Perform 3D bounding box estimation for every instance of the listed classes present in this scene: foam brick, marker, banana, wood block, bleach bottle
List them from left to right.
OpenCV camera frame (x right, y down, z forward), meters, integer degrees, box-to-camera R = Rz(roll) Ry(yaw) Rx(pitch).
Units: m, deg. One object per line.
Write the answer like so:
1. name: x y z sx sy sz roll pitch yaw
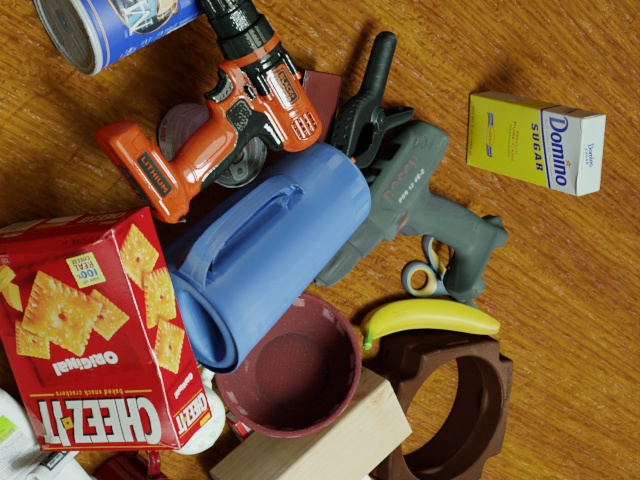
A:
1. bleach bottle: -0.310 0.189 1.019 0.102 0.068 0.250 -42 123 -24
2. marker: -0.243 0.201 1.032 0.121 0.020 0.020 -45 136 -61
3. foam brick: -0.017 -0.144 1.136 0.051 0.053 0.078 2 102 -38
4. wood block: -0.009 0.237 1.201 0.205 0.090 0.091 -39 124 -21
5. banana: 0.124 0.100 1.307 0.197 0.070 0.037 -6 140 -25

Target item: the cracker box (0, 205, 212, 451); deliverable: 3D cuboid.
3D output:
1. cracker box: -0.208 0.085 0.969 0.072 0.164 0.214 -42 122 -59

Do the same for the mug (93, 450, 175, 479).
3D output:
1. mug: -0.191 0.265 1.119 0.093 0.082 0.117 -2 106 -37

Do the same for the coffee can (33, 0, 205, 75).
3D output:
1. coffee can: -0.173 -0.225 0.958 0.140 0.103 0.103 -34 123 -24

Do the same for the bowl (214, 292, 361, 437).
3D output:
1. bowl: -0.034 0.139 1.178 0.162 0.162 0.055 -54 166 -10

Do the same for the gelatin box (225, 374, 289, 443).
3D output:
1. gelatin box: -0.058 0.202 1.233 0.089 0.030 0.073 -42 124 -19

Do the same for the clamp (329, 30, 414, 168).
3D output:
1. clamp: 0.057 -0.132 1.173 0.171 0.039 0.120 -61 140 -25

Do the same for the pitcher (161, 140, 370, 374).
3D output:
1. pitcher: -0.057 0.001 1.048 0.242 0.149 0.145 -45 116 -32

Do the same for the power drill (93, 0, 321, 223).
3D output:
1. power drill: -0.104 -0.120 0.947 0.187 0.057 0.184 -39 116 -15

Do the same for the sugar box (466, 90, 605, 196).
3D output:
1. sugar box: 0.251 -0.118 1.265 0.048 0.176 0.093 -14 113 -33

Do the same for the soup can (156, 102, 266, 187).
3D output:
1. soup can: -0.109 -0.096 1.049 0.068 0.102 0.068 -12 112 -34

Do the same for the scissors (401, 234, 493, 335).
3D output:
1. scissors: 0.162 0.076 1.366 0.096 0.016 0.201 -38 123 -20
